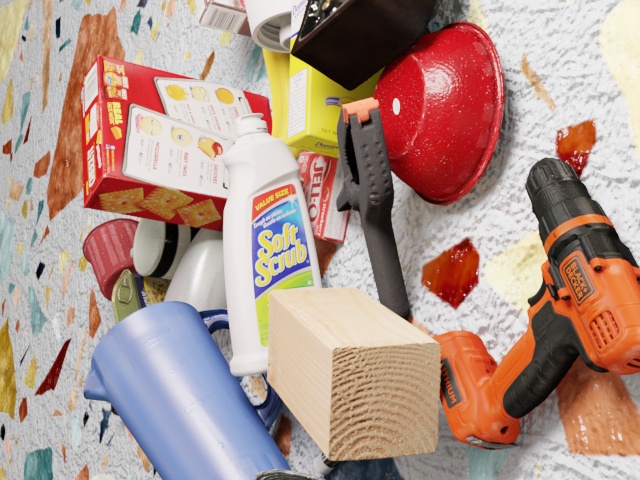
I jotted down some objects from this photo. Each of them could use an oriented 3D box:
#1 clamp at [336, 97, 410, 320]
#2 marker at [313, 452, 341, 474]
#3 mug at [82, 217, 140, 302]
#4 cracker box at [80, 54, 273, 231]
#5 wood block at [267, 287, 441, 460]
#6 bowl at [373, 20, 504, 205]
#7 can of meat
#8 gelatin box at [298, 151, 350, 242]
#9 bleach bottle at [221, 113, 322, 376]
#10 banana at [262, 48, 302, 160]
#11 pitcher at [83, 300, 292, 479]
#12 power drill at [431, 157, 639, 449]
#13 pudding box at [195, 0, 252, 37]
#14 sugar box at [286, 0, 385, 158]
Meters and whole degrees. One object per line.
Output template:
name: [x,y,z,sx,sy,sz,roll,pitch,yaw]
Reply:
clamp: [0.044,-0.034,0.935,0.210,0.036,0.164,86,166,-55]
marker: [0.032,0.181,0.985,0.121,0.020,0.020,-49,43,39]
mug: [-0.266,0.039,1.438,0.117,0.093,0.081,103,149,-42]
cracker box: [-0.155,-0.100,1.181,0.072,0.213,0.164,-45,45,44]
wood block: [0.022,0.105,0.900,0.206,0.090,0.091,-150,59,-72]
bowl: [0.089,-0.113,0.921,0.162,0.055,0.162,-19,68,62]
can of meat: [-0.204,0.090,1.321,0.058,0.083,0.102,-54,40,34]
gelatin box: [0.001,-0.046,1.092,0.073,0.030,0.089,10,90,57]
bleach bottle: [-0.057,0.001,1.049,0.068,0.102,0.251,-17,82,65]
banana: [-0.041,-0.153,1.161,0.037,0.069,0.198,-12,57,15]
pitcher: [-0.118,0.183,1.097,0.149,0.144,0.243,-52,57,20]
power drill: [0.155,0.054,0.797,0.188,0.057,0.184,-52,38,37]
pudding box: [-0.088,-0.278,1.225,0.039,0.113,0.090,-51,41,41]
sugar box: [0.018,-0.171,1.045,0.048,0.093,0.176,-16,68,54]
